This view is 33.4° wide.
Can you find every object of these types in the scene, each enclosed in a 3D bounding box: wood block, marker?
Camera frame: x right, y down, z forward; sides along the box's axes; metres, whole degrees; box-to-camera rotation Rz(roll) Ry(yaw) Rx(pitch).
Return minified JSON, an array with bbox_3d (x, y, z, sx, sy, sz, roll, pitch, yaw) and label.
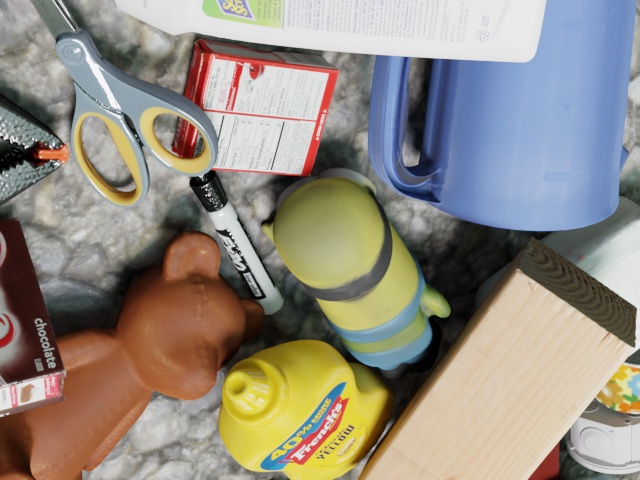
[{"bbox_3d":[0.119,0.112,0.740,0.091,0.090,0.206,35,112,6],"label":"wood block"},{"bbox_3d":[-0.055,0.001,0.698,0.020,0.020,0.121,-32,126,-9],"label":"marker"}]

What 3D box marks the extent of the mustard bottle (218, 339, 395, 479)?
[{"bbox_3d":[-0.016,0.112,0.711,0.096,0.058,0.191,-44,153,3],"label":"mustard bottle"}]

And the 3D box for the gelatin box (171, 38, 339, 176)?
[{"bbox_3d":[-0.041,-0.080,0.654,0.089,0.030,0.073,2,117,-28],"label":"gelatin box"}]

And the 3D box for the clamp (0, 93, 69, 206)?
[{"bbox_3d":[-0.242,-0.038,0.566,0.209,0.036,0.165,3,111,-32],"label":"clamp"}]

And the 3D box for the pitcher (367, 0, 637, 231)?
[{"bbox_3d":[0.121,-0.135,0.650,0.149,0.145,0.243,-42,139,-56],"label":"pitcher"}]

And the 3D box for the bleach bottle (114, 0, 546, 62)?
[{"bbox_3d":[-0.009,-0.152,0.557,0.251,0.068,0.103,5,115,2],"label":"bleach bottle"}]

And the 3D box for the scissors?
[{"bbox_3d":[-0.113,-0.100,0.583,0.096,0.016,0.202,-1,130,8],"label":"scissors"}]

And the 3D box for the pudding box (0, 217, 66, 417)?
[{"bbox_3d":[-0.199,0.046,0.591,0.090,0.113,0.039,-14,149,-20],"label":"pudding box"}]
